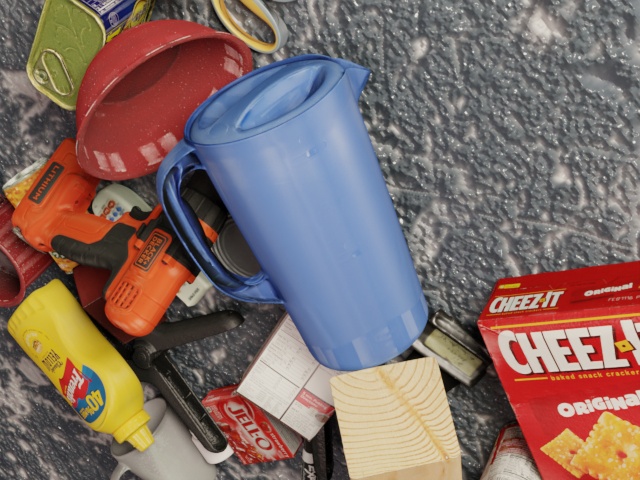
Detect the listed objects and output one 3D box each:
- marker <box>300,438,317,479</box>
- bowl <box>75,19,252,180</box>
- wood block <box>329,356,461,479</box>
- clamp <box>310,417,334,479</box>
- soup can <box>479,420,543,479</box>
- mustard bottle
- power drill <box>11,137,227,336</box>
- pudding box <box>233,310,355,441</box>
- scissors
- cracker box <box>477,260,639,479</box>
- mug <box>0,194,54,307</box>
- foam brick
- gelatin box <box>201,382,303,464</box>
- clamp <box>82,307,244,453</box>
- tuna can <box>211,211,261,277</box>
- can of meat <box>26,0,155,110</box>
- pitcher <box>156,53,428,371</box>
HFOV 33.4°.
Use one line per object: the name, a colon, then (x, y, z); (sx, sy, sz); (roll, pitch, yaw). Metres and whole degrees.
marker: (-0.011, 0.240, 1.121); (0.020, 0.020, 0.121); (18, 130, 18)
bowl: (-0.134, -0.121, 0.845); (0.055, 0.161, 0.162); (53, 137, 19)
wood block: (0.070, 0.192, 0.918); (0.090, 0.091, 0.206); (-12, 146, 1)
clamp: (0.002, 0.159, 1.034); (0.120, 0.039, 0.171); (-39, 97, 23)
soup can: (0.173, 0.217, 0.940); (0.069, 0.102, 0.068); (15, 129, 19)
mustard bottle: (-0.236, 0.136, 1.089); (0.191, 0.058, 0.096); (50, 134, 3)
power drill: (-0.170, -0.027, 0.940); (0.188, 0.184, 0.057); (24, 165, 34)
pudding box: (-0.013, 0.116, 0.979); (0.090, 0.039, 0.114); (34, 111, 0)
scissors: (-0.088, -0.231, 0.813); (0.201, 0.016, 0.096); (48, 131, -10)
cracker box: (0.241, 0.126, 0.853); (0.164, 0.072, 0.213); (-10, 117, 34)
mug: (-0.319, -0.003, 1.073); (0.093, 0.081, 0.117); (-22, 111, 39)
foam brick: (-0.194, 0.052, 1.033); (0.053, 0.051, 0.078); (-29, 140, 6)
gelatin box: (-0.071, 0.189, 1.110); (0.073, 0.030, 0.089); (-17, 114, 38)
clamp: (-0.166, 0.105, 1.089); (0.210, 0.036, 0.165); (28, 120, 20)
tuna can: (-0.056, 0.001, 0.957); (0.086, 0.033, 0.086); (16, 130, 19)
can of meat: (-0.185, -0.169, 0.869); (0.057, 0.083, 0.102); (35, 134, 2)
pitcher: (-0.010, -0.011, 0.852); (0.149, 0.144, 0.243); (-6, 123, 32)
